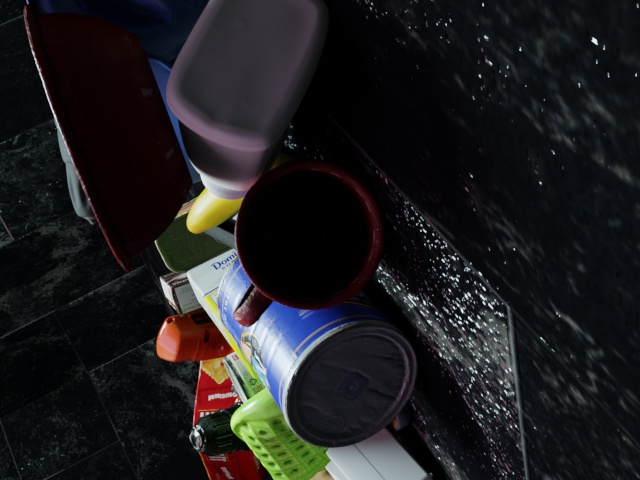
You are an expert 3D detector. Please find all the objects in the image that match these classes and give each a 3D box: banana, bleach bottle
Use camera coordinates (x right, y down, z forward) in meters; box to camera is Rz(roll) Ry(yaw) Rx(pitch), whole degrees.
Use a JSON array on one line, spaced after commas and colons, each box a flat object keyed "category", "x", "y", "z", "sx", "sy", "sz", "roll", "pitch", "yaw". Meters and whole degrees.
[{"category": "banana", "x": -0.059, "y": -0.038, "z": 0.849, "sx": 0.037, "sy": 0.069, "sz": 0.198, "roll": 37, "pitch": 165, "yaw": -21}, {"category": "bleach bottle", "x": -0.051, "y": -0.073, "z": 0.675, "sx": 0.068, "sy": 0.102, "sz": 0.251, "roll": 26, "pitch": 166, "yaw": -1}]

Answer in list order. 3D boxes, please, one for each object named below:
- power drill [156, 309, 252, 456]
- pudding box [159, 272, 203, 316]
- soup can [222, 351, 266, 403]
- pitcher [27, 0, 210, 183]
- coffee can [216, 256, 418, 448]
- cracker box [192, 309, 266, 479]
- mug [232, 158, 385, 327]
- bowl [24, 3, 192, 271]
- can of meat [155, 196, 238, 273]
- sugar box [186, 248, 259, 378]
[{"category": "power drill", "x": -0.091, "y": 0.145, "z": 1.102, "sx": 0.188, "sy": 0.184, "sz": 0.057, "roll": 41, "pitch": 123, "yaw": 38}, {"category": "pudding box", "x": -0.112, "y": 0.042, "z": 1.159, "sx": 0.090, "sy": 0.113, "sz": 0.039, "roll": -165, "pitch": 54, "yaw": -74}, {"category": "soup can", "x": -0.032, "y": 0.117, "z": 1.009, "sx": 0.068, "sy": 0.102, "sz": 0.068, "roll": 58, "pitch": 168, "yaw": 20}, {"category": "pitcher", "x": -0.127, "y": -0.143, "z": 0.795, "sx": 0.243, "sy": 0.145, "sz": 0.149, "roll": 87, "pitch": -168, "yaw": -70}, {"category": "coffee can", "x": -0.006, "y": 0.071, "z": 0.792, "sx": 0.140, "sy": 0.102, "sz": 0.103, "roll": 48, "pitch": 161, "yaw": 52}, {"category": "cracker box", "x": -0.103, "y": 0.170, "z": 1.284, "sx": 0.164, "sy": 0.072, "sz": 0.213, "roll": 81, "pitch": -170, "yaw": -56}, {"category": "mug", "x": -0.018, "y": 0.006, "z": 0.689, "sx": 0.093, "sy": 0.117, "sz": 0.081, "roll": 34, "pitch": 176, "yaw": -6}, {"category": "bowl", "x": -0.115, "y": -0.066, "z": 0.616, "sx": 0.162, "sy": 0.055, "sz": 0.162, "roll": 160, "pitch": 90, "yaw": -85}, {"category": "can of meat", "x": -0.130, "y": -0.013, "z": 1.151, "sx": 0.057, "sy": 0.102, "sz": 0.084, "roll": 65, "pitch": 170, "yaw": -13}, {"category": "sugar box", "x": -0.057, "y": 0.057, "z": 1.009, "sx": 0.176, "sy": 0.093, "sz": 0.048, "roll": 41, "pitch": 156, "yaw": 63}]
